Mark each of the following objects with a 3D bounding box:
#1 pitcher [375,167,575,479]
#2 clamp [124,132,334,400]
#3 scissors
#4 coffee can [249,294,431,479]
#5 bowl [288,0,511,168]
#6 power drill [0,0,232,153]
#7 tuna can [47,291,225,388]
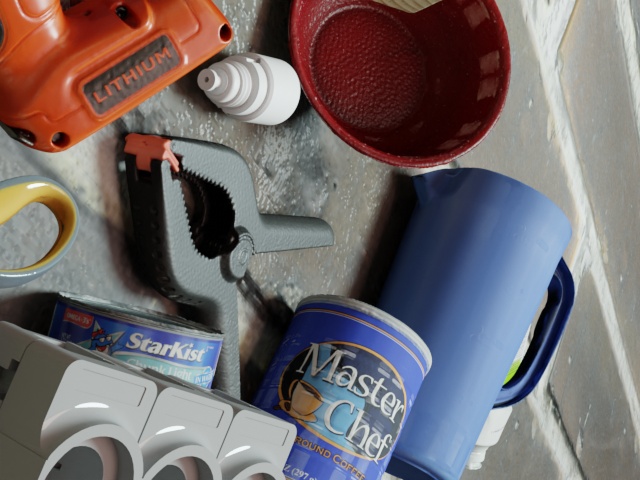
[{"bbox_3d":[0.111,0.076,0.869,0.242,0.149,0.145,-65,161,-18],"label":"pitcher"},{"bbox_3d":[-0.054,0.001,0.637,0.164,0.036,0.210,-60,147,-31],"label":"clamp"},{"bbox_3d":[-0.168,-0.004,0.393,0.201,0.016,0.096,-25,87,-58],"label":"scissors"},{"bbox_3d":[0.002,0.122,0.717,0.140,0.103,0.102,-63,148,-27],"label":"coffee can"},{"bbox_3d":[0.044,-0.121,0.706,0.161,0.055,0.162,4,80,-23],"label":"bowl"},{"bbox_3d":[-0.102,-0.141,0.402,0.184,0.057,0.187,-35,131,-13],"label":"power drill"},{"bbox_3d":[-0.093,0.052,0.532,0.086,0.086,0.034,19,85,-62],"label":"tuna can"}]
